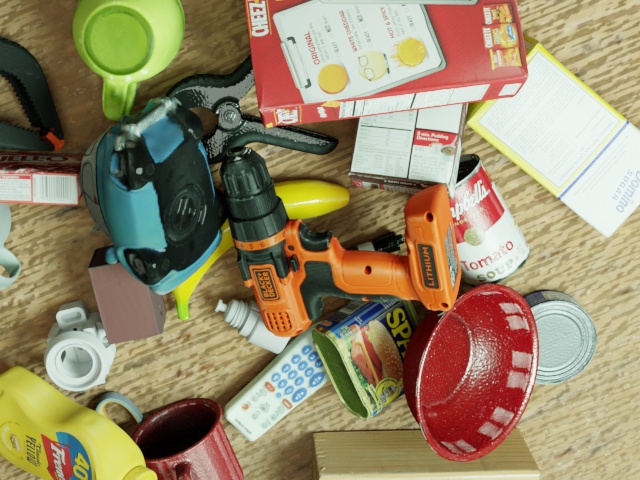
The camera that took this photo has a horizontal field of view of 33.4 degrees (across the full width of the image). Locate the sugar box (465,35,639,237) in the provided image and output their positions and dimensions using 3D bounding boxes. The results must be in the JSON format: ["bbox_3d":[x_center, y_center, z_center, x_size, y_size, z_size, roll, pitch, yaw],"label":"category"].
[{"bbox_3d":[0.220,-0.091,0.950,0.176,0.048,0.093,37,104,-18],"label":"sugar box"}]

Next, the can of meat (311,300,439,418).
[{"bbox_3d":[0.049,0.101,0.979,0.083,0.058,0.102,-32,110,-22],"label":"can of meat"}]

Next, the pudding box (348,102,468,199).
[{"bbox_3d":[0.076,-0.097,0.907,0.090,0.039,0.113,8,77,11],"label":"pudding box"}]

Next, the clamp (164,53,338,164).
[{"bbox_3d":[-0.070,-0.104,0.928,0.171,0.039,0.120,-25,100,6],"label":"clamp"}]

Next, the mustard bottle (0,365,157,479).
[{"bbox_3d":[-0.216,0.191,0.955,0.192,0.058,0.096,24,124,25],"label":"mustard bottle"}]

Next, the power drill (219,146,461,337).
[{"bbox_3d":[0.016,-0.002,0.895,0.188,0.057,0.184,-3,124,21],"label":"power drill"}]

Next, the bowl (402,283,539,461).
[{"bbox_3d":[0.125,0.113,0.955,0.161,0.055,0.162,-10,107,-39],"label":"bowl"}]

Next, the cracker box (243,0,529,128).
[{"bbox_3d":[0.047,-0.187,0.862,0.213,0.072,0.164,-7,81,-1],"label":"cracker box"}]

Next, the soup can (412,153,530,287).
[{"bbox_3d":[0.136,-0.017,0.957,0.068,0.068,0.102,-31,109,6],"label":"soup can"}]

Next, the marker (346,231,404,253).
[{"bbox_3d":[0.020,0.019,0.986,0.121,0.020,0.020,-21,109,3],"label":"marker"}]

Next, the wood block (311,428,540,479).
[{"bbox_3d":[0.097,0.241,1.029,0.206,0.091,0.090,-1,108,-3],"label":"wood block"}]

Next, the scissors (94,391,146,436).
[{"bbox_3d":[-0.190,0.242,1.049,0.096,0.016,0.202,-15,109,3],"label":"scissors"}]

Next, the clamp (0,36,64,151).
[{"bbox_3d":[-0.298,-0.135,0.868,0.164,0.036,0.210,-53,126,-22],"label":"clamp"}]

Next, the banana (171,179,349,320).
[{"bbox_3d":[-0.069,-0.008,0.965,0.198,0.037,0.069,-35,126,9],"label":"banana"}]

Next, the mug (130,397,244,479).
[{"bbox_3d":[-0.120,0.212,0.994,0.093,0.117,0.081,-22,114,-3],"label":"mug"}]

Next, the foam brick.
[{"bbox_3d":[-0.173,0.046,0.964,0.051,0.053,0.078,-11,110,0],"label":"foam brick"}]

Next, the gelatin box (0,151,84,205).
[{"bbox_3d":[-0.247,-0.055,0.915,0.089,0.073,0.030,2,107,-4],"label":"gelatin box"}]

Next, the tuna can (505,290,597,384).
[{"bbox_3d":[0.217,0.091,1.016,0.086,0.034,0.086,-1,109,-4],"label":"tuna can"}]
